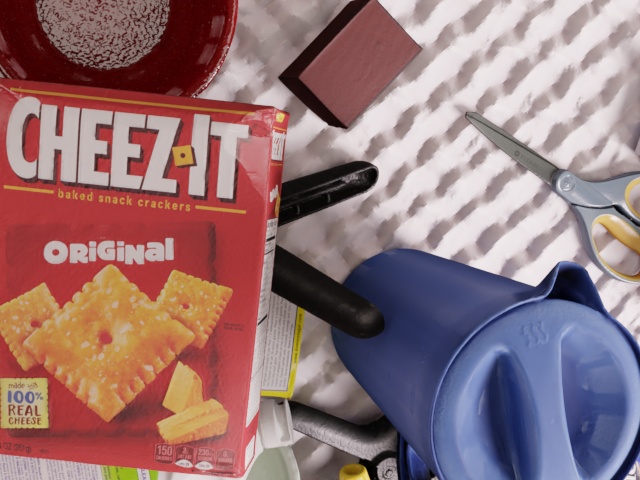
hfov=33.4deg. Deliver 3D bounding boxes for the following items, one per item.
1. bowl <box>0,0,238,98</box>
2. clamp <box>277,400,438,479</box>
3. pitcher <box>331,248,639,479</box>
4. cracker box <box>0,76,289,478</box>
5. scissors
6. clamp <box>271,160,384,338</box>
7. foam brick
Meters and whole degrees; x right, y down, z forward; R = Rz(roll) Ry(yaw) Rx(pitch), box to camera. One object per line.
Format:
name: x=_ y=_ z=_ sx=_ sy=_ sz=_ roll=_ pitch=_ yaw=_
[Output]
bowl: x=-0.136 y=-0.153 z=0.680 sx=0.162 sy=0.055 sz=0.162 roll=-3 pitch=100 yaw=-15
clamp: x=0.038 y=0.157 z=0.787 sx=0.171 sy=0.039 sz=0.120 roll=-16 pitch=115 yaw=-18
pitcher: x=0.086 y=0.087 z=0.683 sx=0.149 sy=0.243 sz=0.145 roll=-33 pitch=106 yaw=-9
cracker box: x=-0.111 y=0.021 z=0.618 sx=0.164 sy=0.072 sz=0.214 roll=6 pitch=94 yaw=3
scissors: x=0.202 y=-0.052 z=0.813 sx=0.096 sy=0.016 sz=0.201 roll=-44 pitch=107 yaw=-7
clamp: x=-0.055 y=0.001 z=0.694 sx=0.210 sy=0.164 sz=0.036 roll=0 pitch=130 yaw=-8
foam brick: x=0.020 y=-0.121 z=0.731 sx=0.078 sy=0.053 sz=0.051 roll=-47 pitch=108 yaw=-4
